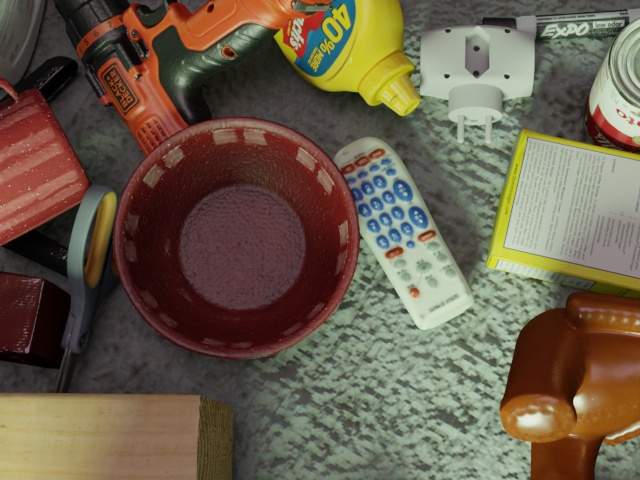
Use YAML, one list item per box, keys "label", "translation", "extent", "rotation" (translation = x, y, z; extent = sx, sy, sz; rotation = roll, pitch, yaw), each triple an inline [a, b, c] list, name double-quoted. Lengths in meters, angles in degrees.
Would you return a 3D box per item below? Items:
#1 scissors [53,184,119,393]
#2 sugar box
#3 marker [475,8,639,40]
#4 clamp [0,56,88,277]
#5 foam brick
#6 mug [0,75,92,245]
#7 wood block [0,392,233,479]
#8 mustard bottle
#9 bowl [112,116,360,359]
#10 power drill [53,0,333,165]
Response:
- label: "scissors"
  translation: [-0.158, 0.053, 0.734]
  extent: [0.016, 0.096, 0.202]
  rotation: [18, 110, 13]
- label: "sugar box"
  translation: [0.206, -0.008, 0.705]
  extent: [0.176, 0.048, 0.093]
  rotation: [14, 79, 5]
- label: "marker"
  translation: [0.170, -0.151, 0.755]
  extent: [0.121, 0.020, 0.020]
  rotation: [-2, 77, 5]
- label: "clamp"
  translation: [-0.261, -0.050, 0.767]
  extent: [0.210, 0.036, 0.164]
  rotation: [-2, 77, 5]
- label: "foam brick"
  translation: [-0.202, 0.054, 0.716]
  extent: [0.053, 0.078, 0.051]
  rotation: [8, 76, 7]
- label: "mug"
  translation: [-0.207, -0.056, 0.694]
  extent: [0.081, 0.093, 0.117]
  rotation: [-29, 119, -10]
- label: "wood block"
  translation: [-0.163, 0.140, 0.644]
  extent: [0.206, 0.091, 0.090]
  rotation: [-1, 78, 8]
- label: "mustard bottle"
  translation: [0.002, -0.161, 0.739]
  extent: [0.058, 0.096, 0.192]
  rotation: [-27, 72, -45]
- label: "bowl"
  translation: [-0.055, 0.001, 0.719]
  extent: [0.162, 0.055, 0.162]
  rotation: [0, 81, 0]
- label: "power drill"
  translation: [-0.094, -0.165, 0.724]
  extent: [0.188, 0.057, 0.184]
  rotation: [-36, 85, 32]
